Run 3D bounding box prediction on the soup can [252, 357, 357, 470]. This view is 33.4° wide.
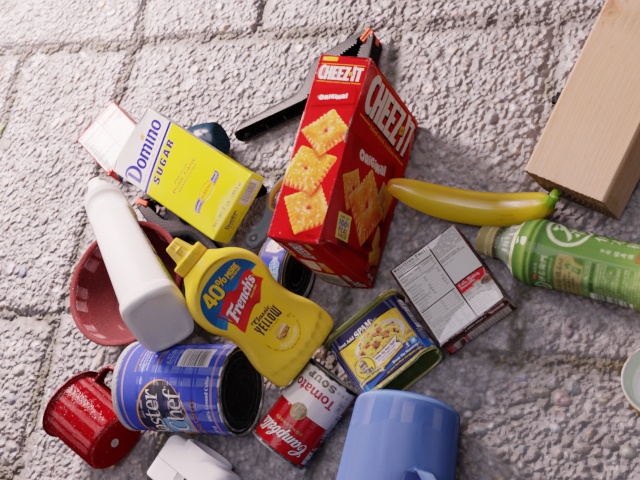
[{"bbox_3d":[-0.016,0.186,1.151,0.069,0.068,0.102,37,88,33],"label":"soup can"}]

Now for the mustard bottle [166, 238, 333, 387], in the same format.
[{"bbox_3d":[-0.086,0.064,1.144,0.191,0.058,0.096,39,82,-5],"label":"mustard bottle"}]

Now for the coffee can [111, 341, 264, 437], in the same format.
[{"bbox_3d":[-0.148,0.166,1.203,0.140,0.102,0.103,-2,69,25],"label":"coffee can"}]

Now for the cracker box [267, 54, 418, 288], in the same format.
[{"bbox_3d":[0.031,-0.071,1.176,0.072,0.164,0.213,10,74,27],"label":"cracker box"}]

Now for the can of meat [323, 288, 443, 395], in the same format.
[{"bbox_3d":[0.069,0.117,1.145,0.102,0.057,0.084,-40,60,7],"label":"can of meat"}]

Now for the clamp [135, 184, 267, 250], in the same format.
[{"bbox_3d":[-0.154,-0.020,1.321,0.172,0.039,0.120,3,66,24],"label":"clamp"}]

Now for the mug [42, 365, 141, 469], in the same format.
[{"bbox_3d":[-0.258,0.203,1.249,0.082,0.093,0.117,33,94,28],"label":"mug"}]

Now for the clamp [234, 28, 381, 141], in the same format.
[{"bbox_3d":[-0.005,-0.174,1.310,0.165,0.036,0.210,26,78,39],"label":"clamp"}]

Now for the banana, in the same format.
[{"bbox_3d":[0.171,-0.043,1.153,0.198,0.069,0.037,3,54,29],"label":"banana"}]

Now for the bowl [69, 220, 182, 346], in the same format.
[{"bbox_3d":[-0.227,0.060,1.314,0.162,0.055,0.162,-10,66,23],"label":"bowl"}]

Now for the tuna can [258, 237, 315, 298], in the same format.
[{"bbox_3d":[-0.038,0.034,1.214,0.034,0.086,0.086,9,74,27],"label":"tuna can"}]

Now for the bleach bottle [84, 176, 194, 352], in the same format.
[{"bbox_3d":[-0.224,0.008,1.231,0.068,0.102,0.251,-28,50,-7],"label":"bleach bottle"}]

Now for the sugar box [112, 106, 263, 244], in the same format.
[{"bbox_3d":[-0.162,-0.080,1.291,0.176,0.048,0.093,32,95,21],"label":"sugar box"}]

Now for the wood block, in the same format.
[{"bbox_3d":[0.303,-0.138,1.095,0.091,0.090,0.206,26,91,29],"label":"wood block"}]

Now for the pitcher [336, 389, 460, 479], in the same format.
[{"bbox_3d":[0.071,0.272,1.033,0.149,0.145,0.243,2,68,26],"label":"pitcher"}]

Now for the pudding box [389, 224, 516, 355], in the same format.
[{"bbox_3d":[0.141,0.052,1.147,0.090,0.039,0.113,-37,56,9],"label":"pudding box"}]

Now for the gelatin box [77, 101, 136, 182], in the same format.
[{"bbox_3d":[-0.274,-0.133,1.431,0.073,0.030,0.089,-48,57,3],"label":"gelatin box"}]

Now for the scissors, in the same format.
[{"bbox_3d":[-0.058,0.002,1.260,0.096,0.016,0.201,27,73,26],"label":"scissors"}]
